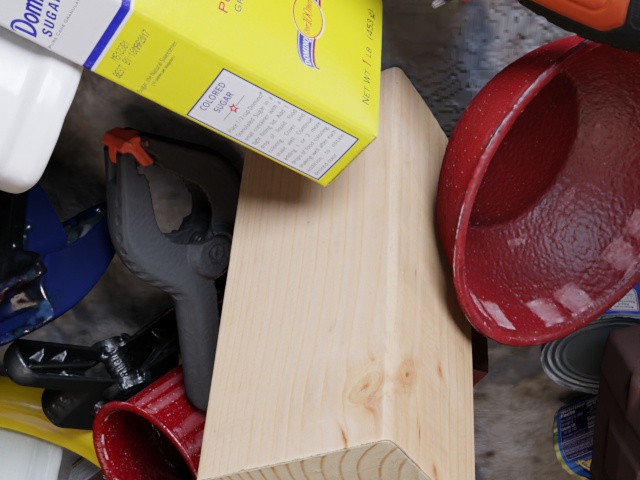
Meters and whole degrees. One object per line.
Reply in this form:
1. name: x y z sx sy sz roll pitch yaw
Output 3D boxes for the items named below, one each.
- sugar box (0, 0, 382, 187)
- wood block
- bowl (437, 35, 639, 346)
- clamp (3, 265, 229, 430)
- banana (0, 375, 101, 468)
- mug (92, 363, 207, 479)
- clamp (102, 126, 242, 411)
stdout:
1. sugar box: -0.057 -0.101 0.438 0.176 0.093 0.048 26 135 -25
2. wood block: 0.015 0.030 0.502 0.091 0.206 0.090 -17 137 24
3. bowl: 0.108 -0.032 0.497 0.161 0.055 0.162 -21 129 -28
4. clamp: -0.135 0.081 0.672 0.164 0.036 0.210 -17 162 -35
5. banana: -0.208 0.128 0.764 0.197 0.069 0.037 22 101 -8
6. mug: -0.086 0.121 0.660 0.117 0.081 0.093 -12 106 44
7. clamp: -0.054 0.001 0.586 0.039 0.120 0.171 19 141 46
